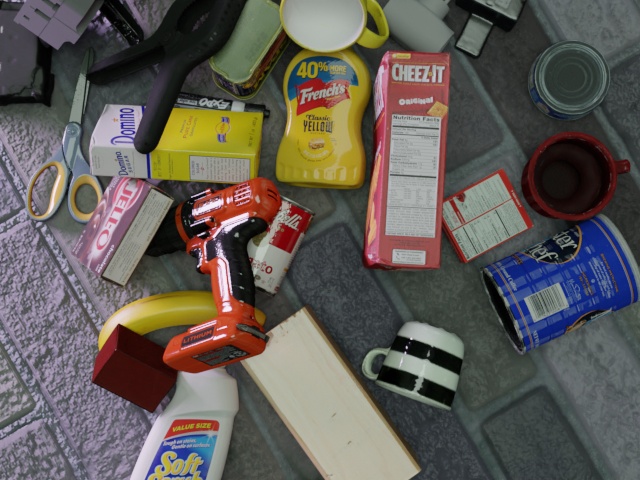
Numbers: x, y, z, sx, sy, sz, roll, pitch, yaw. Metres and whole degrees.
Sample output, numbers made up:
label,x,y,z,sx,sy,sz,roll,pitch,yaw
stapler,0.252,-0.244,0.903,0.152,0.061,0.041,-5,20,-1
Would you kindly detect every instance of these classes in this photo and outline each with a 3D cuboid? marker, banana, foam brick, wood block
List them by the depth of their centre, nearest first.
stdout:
label,x,y,z,sx,sy,sz,roll,pitch,yaw
wood block,0.009,0.178,1.136,0.090,0.091,0.206,-36,88,0
foam brick,-0.198,0.137,1.141,0.078,0.053,0.051,32,110,-19
banana,-0.162,0.088,1.172,0.198,0.037,0.069,-16,117,3
marker,-0.116,-0.150,1.187,0.121,0.020,0.020,9,88,1

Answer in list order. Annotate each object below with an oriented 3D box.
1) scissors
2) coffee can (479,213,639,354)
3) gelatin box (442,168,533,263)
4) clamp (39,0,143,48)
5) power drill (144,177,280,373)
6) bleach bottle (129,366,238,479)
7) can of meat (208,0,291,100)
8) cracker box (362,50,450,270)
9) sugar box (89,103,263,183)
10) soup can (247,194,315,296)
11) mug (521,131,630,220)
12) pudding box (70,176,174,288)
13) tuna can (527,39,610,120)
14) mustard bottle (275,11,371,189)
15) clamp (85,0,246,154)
label,x,y,z,sx,sy,sz,roll,pitch,yaw
scissors,-0.260,-0.106,1.188,0.096,0.016,0.202,26,88,0
coffee can,0.255,0.046,1.133,0.140,0.103,0.103,-25,88,0
gelatin box,0.177,-0.026,1.173,0.089,0.030,0.073,-29,89,0
clamp,-0.256,-0.284,1.175,0.120,0.039,0.171,5,73,-41
power drill,-0.122,0.038,1.105,0.185,0.057,0.187,-20,60,31
bleach bottle,-0.154,0.234,1.151,0.102,0.068,0.251,15,86,0
can of meat,-0.077,-0.210,1.156,0.057,0.084,0.102,33,88,1
cracker box,0.086,-0.075,1.109,0.072,0.164,0.214,3,88,-2
sugar box,-0.152,-0.105,1.147,0.176,0.093,0.048,5,125,-1
soup can,-0.058,0.001,1.156,0.068,0.068,0.102,26,89,1
mug,0.274,-0.068,1.148,0.117,0.081,0.093,-15,88,0
pudding box,-0.214,-0.015,1.147,0.039,0.090,0.113,28,90,-35
tuna can,0.274,-0.177,1.176,0.086,0.034,0.086,0,88,1
mustard bottle,0.006,-0.154,1.165,0.096,0.058,0.191,4,87,16
clamp,-0.149,-0.194,1.113,0.210,0.036,0.165,-40,49,11
